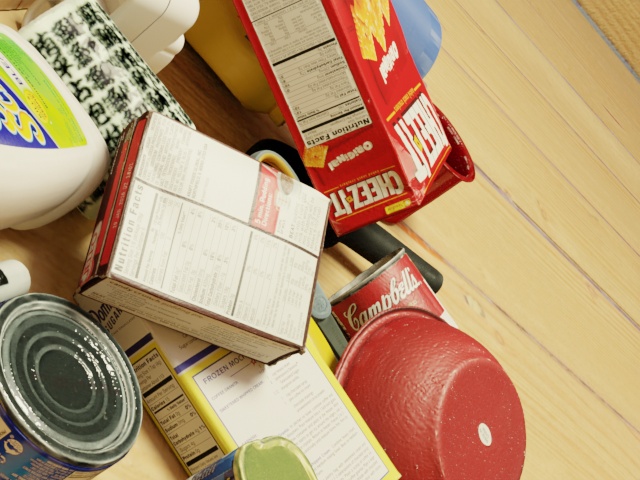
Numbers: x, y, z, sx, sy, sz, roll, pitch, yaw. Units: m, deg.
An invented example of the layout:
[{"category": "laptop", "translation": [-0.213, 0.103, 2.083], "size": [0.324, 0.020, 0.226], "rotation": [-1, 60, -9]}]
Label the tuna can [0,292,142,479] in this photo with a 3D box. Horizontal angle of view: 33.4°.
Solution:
[{"category": "tuna can", "translation": [-0.119, 0.066, 0.463], "size": [0.086, 0.034, 0.086], "rotation": [41, 28, -28]}]

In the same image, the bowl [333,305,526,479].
[{"category": "bowl", "translation": [0.076, 0.117, 0.643], "size": [0.161, 0.055, 0.162], "rotation": [10, 76, -45]}]

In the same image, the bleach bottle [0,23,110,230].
[{"category": "bleach bottle", "translation": [-0.151, -0.039, 0.404], "size": [0.102, 0.068, 0.251], "rotation": [54, 5, -7]}]

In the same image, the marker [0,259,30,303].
[{"category": "marker", "translation": [-0.166, 0.027, 0.444], "size": [0.020, 0.020, 0.121], "rotation": [57, 24, 5]}]

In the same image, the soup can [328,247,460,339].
[{"category": "soup can", "translation": [0.059, 0.066, 0.743], "size": [0.102, 0.069, 0.068], "rotation": [55, 25, -1]}]

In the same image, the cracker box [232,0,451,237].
[{"category": "cracker box", "translation": [0.017, -0.131, 0.758], "size": [0.213, 0.072, 0.164], "rotation": [66, 21, -11]}]

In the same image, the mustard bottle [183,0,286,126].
[{"category": "mustard bottle", "translation": [-0.065, -0.156, 0.803], "size": [0.191, 0.058, 0.096], "rotation": [51, 20, -3]}]

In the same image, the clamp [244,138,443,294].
[{"category": "clamp", "translation": [0.007, -0.023, 0.791], "size": [0.165, 0.036, 0.209], "rotation": [54, 25, 19]}]

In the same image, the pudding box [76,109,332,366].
[{"category": "pudding box", "translation": [-0.053, 0.001, 0.522], "size": [0.113, 0.039, 0.090], "rotation": [24, 63, -26]}]

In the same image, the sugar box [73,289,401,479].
[{"category": "sugar box", "translation": [-0.042, 0.077, 0.556], "size": [0.176, 0.048, 0.093], "rotation": [55, 40, 6]}]
